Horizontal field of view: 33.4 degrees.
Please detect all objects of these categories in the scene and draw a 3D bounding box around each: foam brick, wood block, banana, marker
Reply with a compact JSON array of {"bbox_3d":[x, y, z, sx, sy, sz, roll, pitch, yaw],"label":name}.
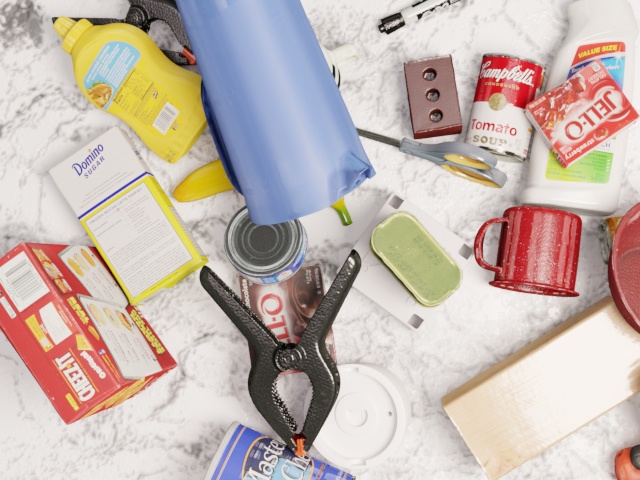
[{"bbox_3d":[0.118,-0.150,1.129,0.053,0.051,0.078,-9,87,5],"label":"foam brick"},{"bbox_3d":[0.235,0.149,1.089,0.206,0.090,0.091,-33,85,3],"label":"wood block"},{"bbox_3d":[-0.059,-0.063,1.148,0.198,0.037,0.069,8,88,5],"label":"banana"},{"bbox_3d":[0.118,-0.253,1.149,0.121,0.020,0.020,-25,86,4],"label":"marker"}]

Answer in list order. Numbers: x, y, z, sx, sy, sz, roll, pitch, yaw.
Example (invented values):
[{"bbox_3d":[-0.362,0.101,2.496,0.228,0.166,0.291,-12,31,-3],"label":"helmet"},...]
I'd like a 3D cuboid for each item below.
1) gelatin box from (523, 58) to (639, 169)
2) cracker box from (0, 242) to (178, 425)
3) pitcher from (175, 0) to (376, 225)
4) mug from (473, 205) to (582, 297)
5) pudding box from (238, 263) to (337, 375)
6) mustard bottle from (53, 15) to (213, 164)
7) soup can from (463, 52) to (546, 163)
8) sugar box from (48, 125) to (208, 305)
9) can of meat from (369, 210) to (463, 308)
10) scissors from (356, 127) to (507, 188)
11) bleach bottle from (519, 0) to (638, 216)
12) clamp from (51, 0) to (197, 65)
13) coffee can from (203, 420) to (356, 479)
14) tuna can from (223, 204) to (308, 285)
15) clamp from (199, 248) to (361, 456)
[{"bbox_3d":[0.260,-0.126,1.063,0.089,0.030,0.073,-33,81,1],"label":"gelatin box"},{"bbox_3d":[-0.239,0.088,1.069,0.072,0.213,0.164,-36,85,4],"label":"cracker box"},{"bbox_3d":[-0.055,-0.145,1.035,0.149,0.145,0.243,-20,105,5],"label":"pitcher"},{"bbox_3d":[0.212,0.009,1.094,0.117,0.093,0.081,10,84,-11],"label":"mug"},{"bbox_3d":[-0.034,0.086,1.139,0.090,0.039,0.113,-9,86,6],"label":"pudding box"},{"bbox_3d":[-0.204,-0.174,1.138,0.191,0.058,0.096,37,118,-3],"label":"mustard bottle"},{"bbox_3d":[0.191,-0.138,1.115,0.068,0.068,0.102,13,89,5],"label":"soup can"},{"bbox_3d":[-0.207,-0.026,1.156,0.093,0.048,0.176,-33,82,3],"label":"sugar box"},{"bbox_3d":[0.094,0.018,1.050,0.057,0.084,0.102,-42,85,2],"label":"can of meat"},{"bbox_3d":[0.101,-0.100,1.112,0.202,0.096,0.016,21,79,2],"label":"scissors"},{"bbox_3d":[0.273,-0.155,1.112,0.102,0.068,0.251,7,86,5],"label":"bleach bottle"},{"bbox_3d":[-0.199,-0.253,1.163,0.171,0.039,0.120,26,109,2],"label":"clamp"},{"bbox_3d":[-0.047,0.261,1.102,0.140,0.103,0.103,24,90,5],"label":"coffee can"},{"bbox_3d":[-0.057,0.001,1.116,0.086,0.033,0.086,-3,73,8],"label":"tuna can"},{"bbox_3d":[-0.041,0.112,1.080,0.164,0.036,0.210,1,96,7],"label":"clamp"}]
